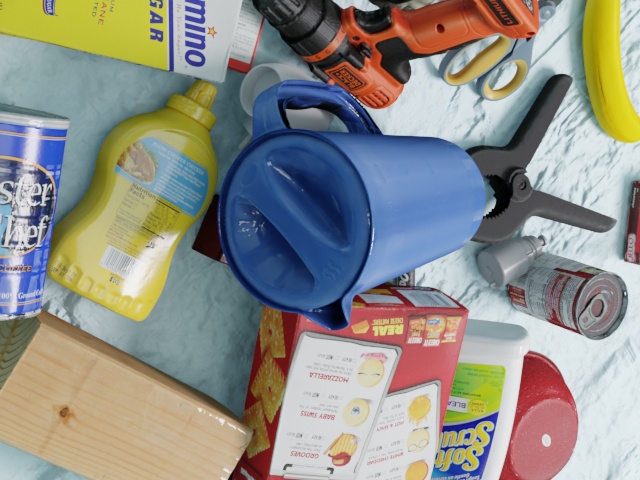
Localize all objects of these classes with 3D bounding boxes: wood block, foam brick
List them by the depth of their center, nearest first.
[{"bbox_3d":[-0.167,0.134,0.834,0.205,0.090,0.091,34,84,-33],"label":"wood block"},{"bbox_3d":[-0.056,0.001,0.893,0.078,0.051,0.053,24,88,-33],"label":"foam brick"}]

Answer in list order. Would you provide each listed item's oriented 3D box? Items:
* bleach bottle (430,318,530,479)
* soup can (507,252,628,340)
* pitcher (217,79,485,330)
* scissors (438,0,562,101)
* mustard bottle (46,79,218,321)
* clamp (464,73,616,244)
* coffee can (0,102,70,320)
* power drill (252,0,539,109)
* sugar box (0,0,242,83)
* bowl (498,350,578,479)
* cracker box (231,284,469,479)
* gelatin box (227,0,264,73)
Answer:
[{"bbox_3d":[0.140,0.204,1.036,0.102,0.068,0.251,6,103,10],"label":"bleach bottle"},{"bbox_3d":[0.242,0.053,1.053,0.068,0.102,0.068,-8,105,-30],"label":"soup can"},{"bbox_3d":[0.036,-0.036,0.855,0.242,0.145,0.149,-13,128,-58],"label":"pitcher"},{"bbox_3d":[0.202,-0.192,0.965,0.202,0.016,0.096,-30,139,15],"label":"scissors"},{"bbox_3d":[-0.134,-0.040,0.831,0.096,0.058,0.191,31,85,-31],"label":"mustard bottle"},{"bbox_3d":[0.191,-0.047,1.028,0.209,0.036,0.164,-30,100,-20],"label":"clamp"},{"bbox_3d":[-0.237,-0.025,0.747,0.102,0.103,0.140,6,99,-32],"label":"coffee can"},{"bbox_3d":[0.062,-0.182,0.838,0.184,0.188,0.057,31,52,-48],"label":"power drill"},{"bbox_3d":[-0.147,-0.178,0.778,0.176,0.048,0.093,10,96,-18],"label":"sugar box"},{"bbox_3d":[0.213,0.197,1.099,0.161,0.055,0.162,-8,106,-30],"label":"bowl"},{"bbox_3d":[0.021,0.143,0.903,0.163,0.072,0.214,2,108,-28],"label":"cracker box"},{"bbox_3d":[-0.081,-0.185,0.846,0.073,0.030,0.089,13,95,-31],"label":"gelatin box"}]
